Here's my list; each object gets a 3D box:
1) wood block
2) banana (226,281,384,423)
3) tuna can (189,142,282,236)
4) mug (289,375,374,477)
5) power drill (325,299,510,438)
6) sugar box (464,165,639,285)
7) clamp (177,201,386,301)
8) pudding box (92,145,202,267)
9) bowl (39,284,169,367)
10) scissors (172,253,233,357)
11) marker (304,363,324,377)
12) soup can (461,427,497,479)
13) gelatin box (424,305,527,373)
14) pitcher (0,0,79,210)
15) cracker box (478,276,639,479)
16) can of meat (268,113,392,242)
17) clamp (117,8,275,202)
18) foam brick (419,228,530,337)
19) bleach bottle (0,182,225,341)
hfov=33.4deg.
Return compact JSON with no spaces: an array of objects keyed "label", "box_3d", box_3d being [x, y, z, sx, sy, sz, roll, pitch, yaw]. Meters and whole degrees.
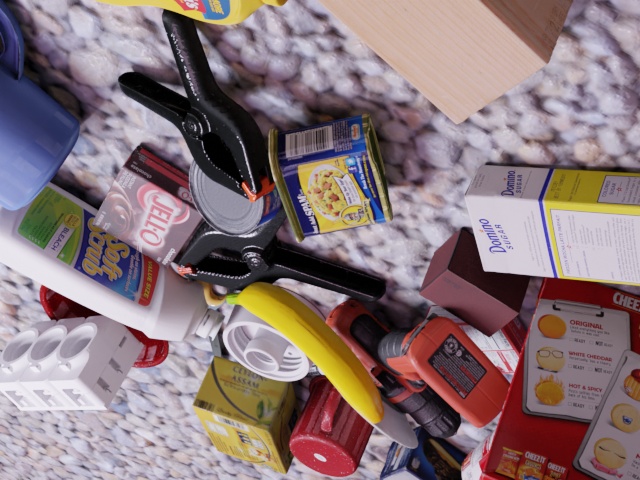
[{"label":"wood block","box_3d":[0.056,-0.186,0.693,0.206,0.090,0.091,39,141,-15]},{"label":"banana","box_3d":[-0.007,0.100,1.037,0.198,0.037,0.070,41,159,8]},{"label":"tuna can","box_3d":[-0.075,-0.049,0.955,0.086,0.033,0.086,16,119,32]},{"label":"mug","box_3d":[0.016,0.204,1.190,0.093,0.081,0.117,18,143,11]},{"label":"power drill","box_3d":[0.101,0.131,1.021,0.184,0.057,0.188,44,162,-14]},{"label":"sugar box","box_3d":[0.210,-0.011,0.847,0.176,0.048,0.093,8,140,29]},{"label":"clamp","box_3d":[-0.057,0.001,1.029,0.210,0.036,0.164,-3,133,28]},{"label":"pudding box","box_3d":[-0.165,-0.032,1.053,0.090,0.039,0.114,32,143,-8]},{"label":"bowl","box_3d":[-0.233,0.074,1.208,0.162,0.055,0.162,17,142,13]},{"label":"scissors","box_3d":[-0.140,0.075,1.186,0.096,0.016,0.202,25,143,5]},{"label":"marker","box_3d":[-0.029,0.147,1.202,0.121,0.020,0.020,-15,127,41]},{"label":"soup can","box_3d":[0.198,0.235,1.130,0.068,0.068,0.102,27,144,0]},{"label":"gelatin box","box_3d":[0.153,0.093,1.019,0.089,0.030,0.073,-7,130,38]},{"label":"pitcher","box_3d":[-0.336,-0.145,0.962,0.242,0.145,0.149,39,154,-21]},{"label":"cracker box","box_3d":[0.234,0.146,0.879,0.164,0.213,0.072,19,144,11]},{"label":"can of meat","box_3d":[0.010,-0.052,0.889,0.084,0.057,0.102,-11,135,9]},{"label":"clamp","box_3d":[-0.096,-0.112,0.889,0.171,0.039,0.120,44,146,6]},{"label":"foam brick","box_3d":[0.137,0.037,0.943,0.078,0.051,0.053,32,142,-8]},{"label":"bleach bottle","box_3d":[-0.213,0.027,1.104,0.251,0.102,0.068,28,146,-3]}]
